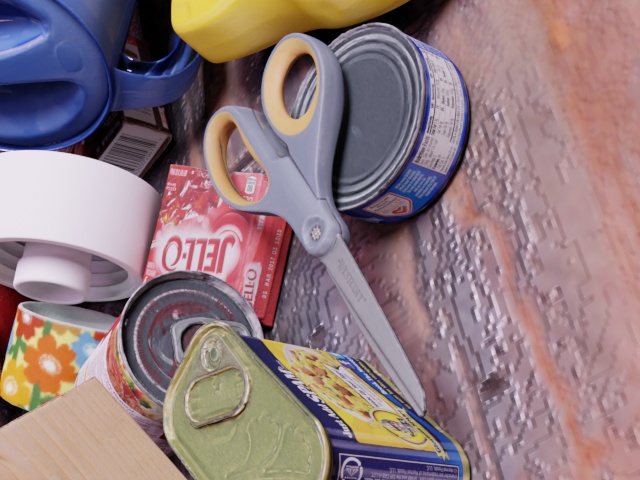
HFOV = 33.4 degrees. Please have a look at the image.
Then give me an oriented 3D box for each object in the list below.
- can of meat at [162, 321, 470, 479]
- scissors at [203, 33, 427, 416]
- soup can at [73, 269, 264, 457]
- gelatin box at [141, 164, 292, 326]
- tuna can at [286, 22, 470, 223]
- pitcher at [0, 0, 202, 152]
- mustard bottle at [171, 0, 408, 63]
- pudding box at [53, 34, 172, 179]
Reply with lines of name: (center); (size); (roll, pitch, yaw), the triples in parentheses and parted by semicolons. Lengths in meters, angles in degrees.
can of meat: (-0.002, 0.081, 0.430); (0.102, 0.083, 0.057); (39, 108, 47)
scissors: (0.007, -0.022, 0.451); (0.202, 0.016, 0.096); (42, 110, 46)
soup can: (-0.076, 0.065, 0.514); (0.102, 0.068, 0.068); (135, 134, -55)
gelatin box: (-0.054, 0.001, 0.556); (0.089, 0.030, 0.073); (10, 86, 50)
tuna can: (0.025, -0.051, 0.480); (0.086, 0.033, 0.086); (-18, 65, 45)
pitcher: (-0.149, -0.176, 0.623); (0.145, 0.149, 0.242); (-17, 45, 29)
mustard bottle: (0.011, -0.143, 0.503); (0.192, 0.058, 0.096); (-4, 55, 48)
pudding box: (-0.143, -0.064, 0.671); (0.114, 0.039, 0.090); (-44, 48, 30)
